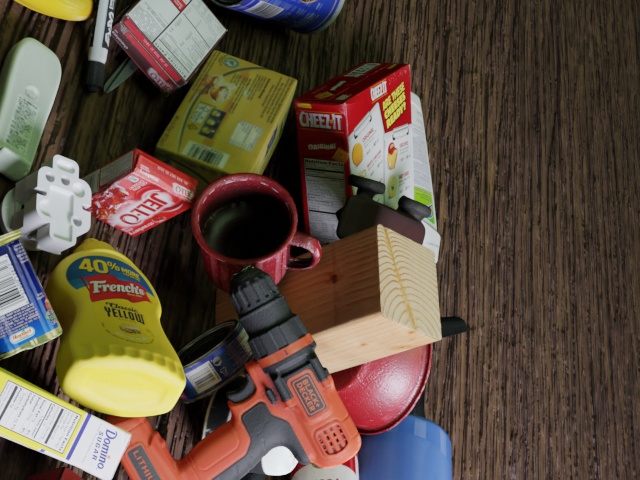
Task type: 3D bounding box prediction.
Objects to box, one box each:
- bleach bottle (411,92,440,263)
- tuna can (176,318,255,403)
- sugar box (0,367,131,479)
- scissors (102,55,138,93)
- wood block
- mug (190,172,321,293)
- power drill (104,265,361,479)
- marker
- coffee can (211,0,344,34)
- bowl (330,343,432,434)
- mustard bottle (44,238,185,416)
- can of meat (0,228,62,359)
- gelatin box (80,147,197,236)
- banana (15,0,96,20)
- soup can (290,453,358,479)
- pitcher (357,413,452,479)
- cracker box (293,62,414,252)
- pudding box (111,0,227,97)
[{"bbox_3d":[0.099,-0.065,1.330,0.102,0.068,0.251,11,65,-50],"label":"bleach bottle"},{"bbox_3d":[-0.099,0.108,0.964,0.033,0.086,0.086,57,37,-11],"label":"tuna can"},{"bbox_3d":[-0.233,0.117,0.777,0.176,0.094,0.048,33,73,-38],"label":"sugar box"},{"bbox_3d":[-0.181,-0.219,1.091,0.096,0.016,0.201,60,37,-7],"label":"scissors"},{"bbox_3d":[0.002,0.068,1.011,0.090,0.207,0.091,25,54,-43],"label":"wood block"},{"bbox_3d":[-0.056,0.001,0.962,0.081,0.117,0.093,95,7,-61],"label":"mug"},{"bbox_3d":[-0.082,0.137,0.893,0.184,0.187,0.057,61,-4,2],"label":"power drill"},{"bbox_3d":[-0.208,-0.200,1.013,0.020,0.020,0.121,15,80,-48],"label":"marker"},{"bbox_3d":[-0.052,-0.302,1.225,0.140,0.103,0.103,6,67,-50],"label":"coffee can"},{"bbox_3d":[0.036,0.112,1.075,0.055,0.162,0.162,16,60,-39],"label":"bowl"},{"bbox_3d":[-0.175,0.059,0.871,0.096,0.058,0.192,15,27,-30],"label":"mustard bottle"},{"bbox_3d":[-0.242,0.043,0.802,0.057,0.102,0.084,-26,96,-28],"label":"can of meat"},{"bbox_3d":[-0.165,-0.041,0.954,0.073,0.089,0.030,30,50,-40],"label":"gelatin box"},{"bbox_3d":[-0.280,-0.253,0.963,0.197,0.037,0.069,40,44,-33],"label":"banana"},{"bbox_3d":[0.004,0.233,1.022,0.068,0.069,0.102,44,25,-29],"label":"soup can"},{"bbox_3d":[0.072,0.304,1.060,0.144,0.149,0.242,28,46,-22],"label":"pitcher"},{"bbox_3d":[0.042,-0.074,1.185,0.164,0.072,0.214,-39,130,-53],"label":"cracker box"},{"bbox_3d":[-0.153,-0.212,1.075,0.090,0.039,0.113,50,42,-20],"label":"pudding box"}]
